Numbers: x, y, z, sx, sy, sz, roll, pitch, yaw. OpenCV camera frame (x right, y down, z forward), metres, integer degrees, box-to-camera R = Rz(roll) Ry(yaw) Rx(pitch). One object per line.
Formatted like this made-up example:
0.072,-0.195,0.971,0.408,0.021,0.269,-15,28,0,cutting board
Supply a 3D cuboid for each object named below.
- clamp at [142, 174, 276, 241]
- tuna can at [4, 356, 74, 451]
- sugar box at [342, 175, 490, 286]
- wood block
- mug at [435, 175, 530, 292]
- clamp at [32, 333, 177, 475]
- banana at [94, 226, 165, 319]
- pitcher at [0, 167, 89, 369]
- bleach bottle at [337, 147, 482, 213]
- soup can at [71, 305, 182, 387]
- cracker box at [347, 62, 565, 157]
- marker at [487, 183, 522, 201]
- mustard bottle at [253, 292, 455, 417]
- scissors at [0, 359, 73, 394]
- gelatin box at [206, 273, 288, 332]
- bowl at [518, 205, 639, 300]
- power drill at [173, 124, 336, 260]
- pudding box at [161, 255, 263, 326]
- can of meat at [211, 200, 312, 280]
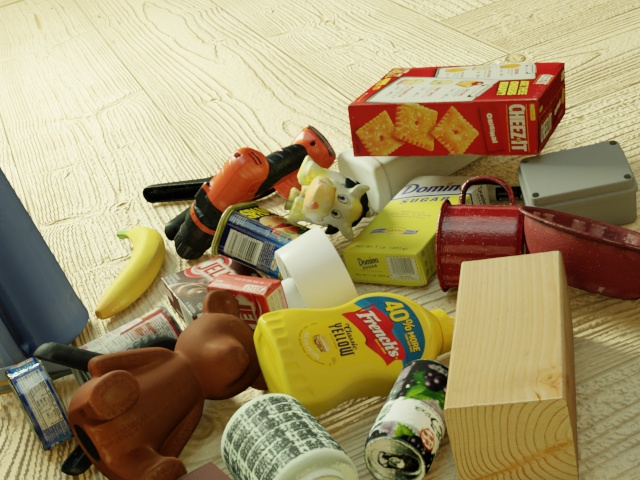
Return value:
-0.122,-0.062,1.372,0.210,0.036,0.164,-17,27,-5,clamp
-0.260,0.151,0.990,0.033,0.086,0.086,-27,30,-19,tuna can
0.107,-0.015,1.162,0.093,0.048,0.176,3,34,33,sugar box
0.159,0.102,0.870,0.091,0.090,0.206,-7,29,15,wood block
0.163,-0.006,1.053,0.082,0.117,0.093,1,-9,18,mug
-0.179,0.124,0.973,0.171,0.120,0.039,-28,22,-35,clamp
-0.217,0.030,1.253,0.070,0.037,0.198,-28,24,12,banana
-0.351,0.017,1.114,0.149,0.243,0.144,1,34,39,pitcher
0.150,-0.115,1.313,0.250,0.068,0.103,-24,28,-21,bleach bottle
-0.185,0.116,1.038,0.102,0.068,0.069,-28,30,-23,soup can
0.159,-0.149,1.218,0.214,0.072,0.164,2,24,23,cracker box
0.243,-0.056,1.201,0.121,0.020,0.020,-2,30,23,marker
0.044,0.094,0.946,0.191,0.058,0.096,-10,55,-22,mustard bottle
-0.242,0.121,1.065,0.201,0.016,0.096,-16,-12,-1,scissors
-0.064,0.077,1.027,0.073,0.089,0.030,7,34,35,gelatin box
0.254,0.015,0.980,0.162,0.055,0.162,14,9,-2,bowl
-0.077,-0.058,1.265,0.187,0.057,0.185,-31,-11,-48,power drill
-0.110,0.057,1.141,0.090,0.039,0.114,-22,29,-17,pudding box
-0.058,0.001,1.149,0.084,0.057,0.102,23,12,13,can of meat
